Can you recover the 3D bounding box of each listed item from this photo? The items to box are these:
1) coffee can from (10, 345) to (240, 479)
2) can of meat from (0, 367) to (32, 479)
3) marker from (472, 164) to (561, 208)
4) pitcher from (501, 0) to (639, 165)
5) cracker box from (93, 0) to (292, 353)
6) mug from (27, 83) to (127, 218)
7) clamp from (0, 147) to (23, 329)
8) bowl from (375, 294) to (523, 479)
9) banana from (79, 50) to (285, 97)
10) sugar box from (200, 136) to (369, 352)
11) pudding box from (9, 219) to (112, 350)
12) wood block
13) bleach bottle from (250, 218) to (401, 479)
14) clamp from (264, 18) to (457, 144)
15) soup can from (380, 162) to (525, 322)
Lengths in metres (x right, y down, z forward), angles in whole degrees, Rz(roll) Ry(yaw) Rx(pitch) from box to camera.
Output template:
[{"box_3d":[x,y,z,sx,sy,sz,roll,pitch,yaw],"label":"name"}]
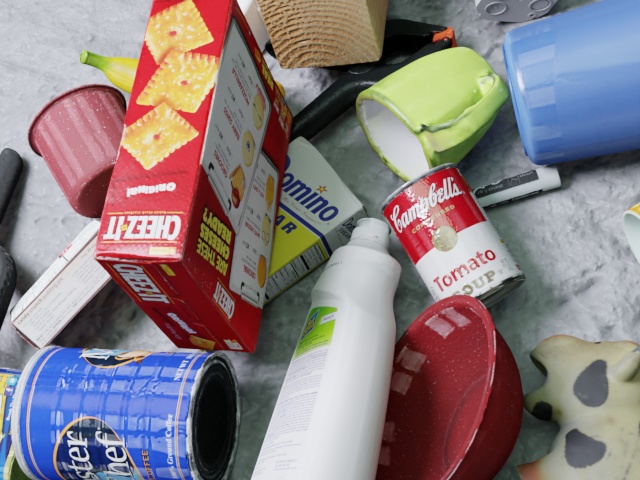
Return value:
[{"box_3d":[-0.142,0.132,0.796,0.140,0.102,0.103,0,66,16],"label":"coffee can"},{"box_3d":[-0.262,0.150,0.849,0.084,0.057,0.102,3,66,15],"label":"can of meat"},{"box_3d":[0.129,-0.034,0.845,0.121,0.020,0.020,-17,62,7],"label":"marker"},{"box_3d":[0.265,-0.140,0.805,0.243,0.149,0.145,-12,83,13],"label":"pitcher"},{"box_3d":[-0.085,-0.047,0.778,0.072,0.164,0.213,1,63,16],"label":"cracker box"},{"box_3d":[-0.182,-0.076,0.922,0.117,0.093,0.081,-16,61,-34],"label":"mug"},{"box_3d":[-0.323,0.021,0.918,0.164,0.036,0.210,-23,50,2],"label":"clamp"},{"box_3d":[0.090,0.121,0.734,0.055,0.162,0.162,26,69,-20],"label":"bowl"},{"box_3d":[-0.112,-0.134,0.933,0.198,0.069,0.037,11,97,20],"label":"banana"},{"box_3d":[-0.056,0.001,0.866,0.176,0.048,0.093,-38,61,-3],"label":"sugar box"},{"box_3d":[-0.202,0.034,0.867,0.039,0.090,0.113,43,81,-15],"label":"pudding box"},{"box_3d":[0.011,-0.255,0.919,0.090,0.091,0.206,-3,53,15],"label":"wood block"},{"box_3d":[0.015,0.095,0.771,0.103,0.068,0.250,-25,42,53],"label":"bleach bottle"},{"box_3d":[0.032,-0.138,0.910,0.172,0.039,0.120,-8,64,16],"label":"clamp"},{"box_3d":[0.099,0.003,0.798,0.068,0.068,0.102,-30,76,0],"label":"soup can"}]
